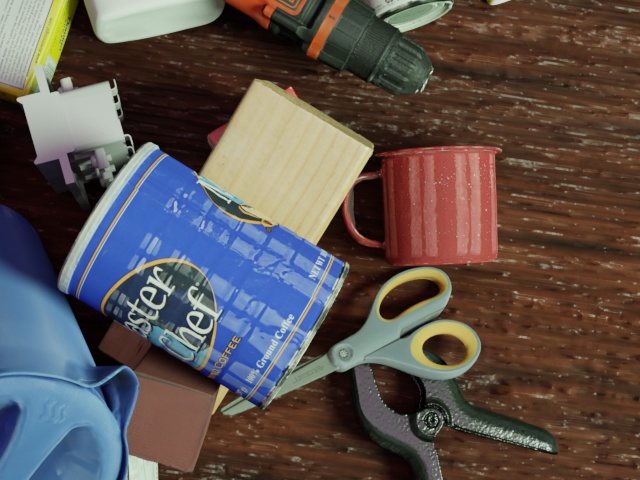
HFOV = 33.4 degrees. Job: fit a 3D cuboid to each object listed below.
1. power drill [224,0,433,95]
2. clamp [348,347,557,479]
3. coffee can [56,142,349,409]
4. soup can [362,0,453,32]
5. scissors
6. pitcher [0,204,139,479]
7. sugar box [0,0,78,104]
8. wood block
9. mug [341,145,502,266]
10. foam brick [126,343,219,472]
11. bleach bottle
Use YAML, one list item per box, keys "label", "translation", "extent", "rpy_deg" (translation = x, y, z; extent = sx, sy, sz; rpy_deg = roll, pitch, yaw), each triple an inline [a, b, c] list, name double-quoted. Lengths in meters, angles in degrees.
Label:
- label: "power drill"
  translation: [0.028, -0.213, 0.733]
  extent: [0.184, 0.057, 0.187]
  rpy_deg: [30, 88, -3]
- label: "clamp"
  translation: [0.089, 0.130, 0.782]
  extent: [0.120, 0.039, 0.171]
  rpy_deg: [-33, 86, -18]
- label: "coffee can"
  translation: [-0.069, 0.021, 0.635]
  extent: [0.140, 0.103, 0.103]
  rpy_deg: [32, 83, -3]
- label: "soup can"
  translation: [0.053, -0.213, 0.796]
  extent: [0.068, 0.068, 0.102]
  rpy_deg: [-17, 86, -6]
- label: "scissors"
  translation: [0.034, 0.091, 0.751]
  extent: [0.096, 0.016, 0.201]
  rpy_deg: [43, 59, 15]
- label: "pitcher"
  translation: [-0.217, 0.077, 0.657]
  extent: [0.149, 0.243, 0.145]
  rpy_deg: [8, 114, -27]
- label: "sugar box"
  translation: [-0.277, -0.166, 0.777]
  extent: [0.176, 0.048, 0.093]
  rpy_deg: [18, 83, 1]
- label: "wood block"
  translation: [-0.054, 0.001, 0.730]
  extent: [0.090, 0.091, 0.206]
  rpy_deg: [31, 98, -2]
- label: "mug"
  translation: [0.074, -0.023, 0.770]
  extent: [0.117, 0.093, 0.081]
  rpy_deg: [-2, 90, -2]
- label: "foam brick"
  translation: [-0.092, 0.101, 0.661]
  extent: [0.053, 0.078, 0.051]
  rpy_deg: [18, 98, -1]
- label: "bleach bottle"
  translation: [-0.151, -0.279, 0.790]
  extent: [0.102, 0.068, 0.251]
  rpy_deg: [-14, 83, -10]
